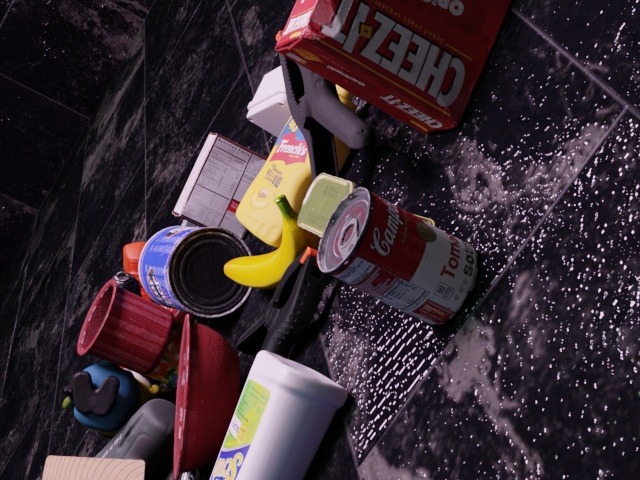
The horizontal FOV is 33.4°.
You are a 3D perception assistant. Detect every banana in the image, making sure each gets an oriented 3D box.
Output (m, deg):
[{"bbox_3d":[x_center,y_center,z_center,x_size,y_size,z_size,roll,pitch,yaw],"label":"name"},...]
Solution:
[{"bbox_3d":[-0.044,0.014,1.084,0.037,0.069,0.198,-36,-5,-31],"label":"banana"}]

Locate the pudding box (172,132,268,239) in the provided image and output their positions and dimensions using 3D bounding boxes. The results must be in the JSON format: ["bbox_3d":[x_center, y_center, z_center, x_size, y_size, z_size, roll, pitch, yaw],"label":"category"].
[{"bbox_3d":[-0.116,-0.063,1.309,0.113,0.090,0.039,-65,21,-4],"label":"pudding box"}]

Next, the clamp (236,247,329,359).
[{"bbox_3d":[-0.039,0.077,1.036,0.171,0.039,0.120,-61,26,14],"label":"clamp"}]

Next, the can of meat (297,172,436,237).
[{"bbox_3d":[0.036,-0.013,0.898,0.057,0.083,0.102,-64,20,0],"label":"can of meat"}]

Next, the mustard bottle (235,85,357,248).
[{"bbox_3d":[-0.015,-0.088,1.139,0.192,0.058,0.096,-60,36,7],"label":"mustard bottle"}]

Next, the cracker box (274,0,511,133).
[{"bbox_3d":[0.081,-0.225,0.928,0.213,0.164,0.072,-66,19,-8],"label":"cracker box"}]

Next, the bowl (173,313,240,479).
[{"bbox_3d":[-0.111,0.154,1.045,0.162,0.055,0.162,-176,90,-80],"label":"bowl"}]

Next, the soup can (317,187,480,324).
[{"bbox_3d":[0.058,0.013,0.787,0.069,0.102,0.068,-50,24,32],"label":"soup can"}]

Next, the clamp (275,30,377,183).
[{"bbox_3d":[0.002,-0.123,1.004,0.165,0.036,0.210,117,140,-62],"label":"clamp"}]

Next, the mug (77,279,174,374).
[{"bbox_3d":[-0.226,0.106,1.230,0.117,0.081,0.093,-31,39,54],"label":"mug"}]

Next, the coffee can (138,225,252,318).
[{"bbox_3d":[-0.147,0.034,1.249,0.103,0.102,0.140,-67,21,-8],"label":"coffee can"}]

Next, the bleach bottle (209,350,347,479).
[{"bbox_3d":[-0.064,0.222,0.891,0.251,0.068,0.103,-67,20,-3],"label":"bleach bottle"}]

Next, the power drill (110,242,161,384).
[{"bbox_3d":[-0.241,0.082,1.389,0.187,0.057,0.184,-90,2,-57],"label":"power drill"}]
